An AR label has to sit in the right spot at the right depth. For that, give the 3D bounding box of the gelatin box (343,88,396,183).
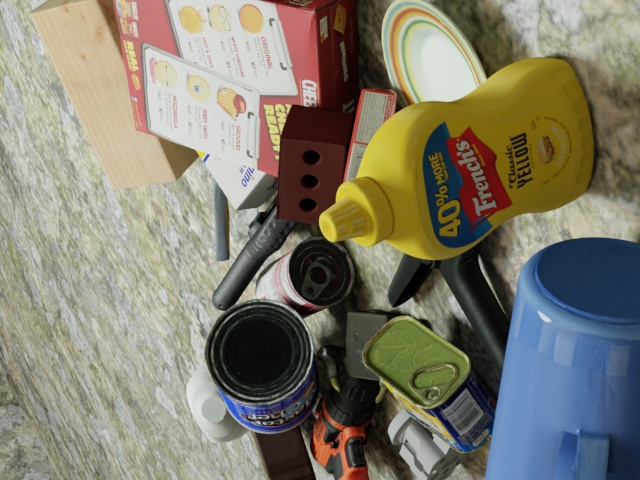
[{"bbox_3d":[0.039,-0.063,0.830,0.073,0.030,0.089,88,-167,-66],"label":"gelatin box"}]

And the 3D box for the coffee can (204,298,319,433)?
[{"bbox_3d":[-0.054,0.126,1.048,0.103,0.102,0.140,57,171,19],"label":"coffee can"}]

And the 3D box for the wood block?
[{"bbox_3d":[-0.205,-0.167,1.117,0.090,0.090,0.206,-5,121,29],"label":"wood block"}]

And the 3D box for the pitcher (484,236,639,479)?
[{"bbox_3d":[0.172,0.130,0.689,0.149,0.144,0.243,42,142,48],"label":"pitcher"}]

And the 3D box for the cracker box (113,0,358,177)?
[{"bbox_3d":[-0.071,-0.152,0.914,0.214,0.072,0.164,19,131,28],"label":"cracker box"}]

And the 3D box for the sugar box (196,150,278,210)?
[{"bbox_3d":[-0.089,-0.125,1.038,0.093,0.048,0.176,-47,68,32],"label":"sugar box"}]

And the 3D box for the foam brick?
[{"bbox_3d":[-0.004,-0.059,0.843,0.051,0.053,0.078,-74,-10,-53],"label":"foam brick"}]

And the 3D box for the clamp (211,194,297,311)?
[{"bbox_3d":[-0.057,0.001,1.052,0.039,0.120,0.172,25,152,-10],"label":"clamp"}]

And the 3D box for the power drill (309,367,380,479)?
[{"bbox_3d":[0.041,0.229,1.046,0.185,0.057,0.187,105,157,-52],"label":"power drill"}]

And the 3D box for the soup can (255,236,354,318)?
[{"bbox_3d":[-0.018,0.041,1.045,0.068,0.068,0.102,65,154,3],"label":"soup can"}]

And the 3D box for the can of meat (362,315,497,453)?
[{"bbox_3d":[0.094,0.121,0.886,0.102,0.057,0.084,33,165,49],"label":"can of meat"}]

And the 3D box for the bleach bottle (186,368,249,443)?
[{"bbox_3d":[-0.122,0.202,1.280,0.251,0.068,0.102,131,115,-83],"label":"bleach bottle"}]

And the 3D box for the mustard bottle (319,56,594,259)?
[{"bbox_3d":[0.082,-0.042,0.656,0.058,0.191,0.096,22,130,55],"label":"mustard bottle"}]

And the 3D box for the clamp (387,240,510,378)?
[{"bbox_3d":[0.089,0.003,0.842,0.165,0.036,0.210,25,139,53],"label":"clamp"}]

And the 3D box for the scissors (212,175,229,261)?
[{"bbox_3d":[-0.104,-0.067,1.110,0.096,0.016,0.202,96,171,-66],"label":"scissors"}]
